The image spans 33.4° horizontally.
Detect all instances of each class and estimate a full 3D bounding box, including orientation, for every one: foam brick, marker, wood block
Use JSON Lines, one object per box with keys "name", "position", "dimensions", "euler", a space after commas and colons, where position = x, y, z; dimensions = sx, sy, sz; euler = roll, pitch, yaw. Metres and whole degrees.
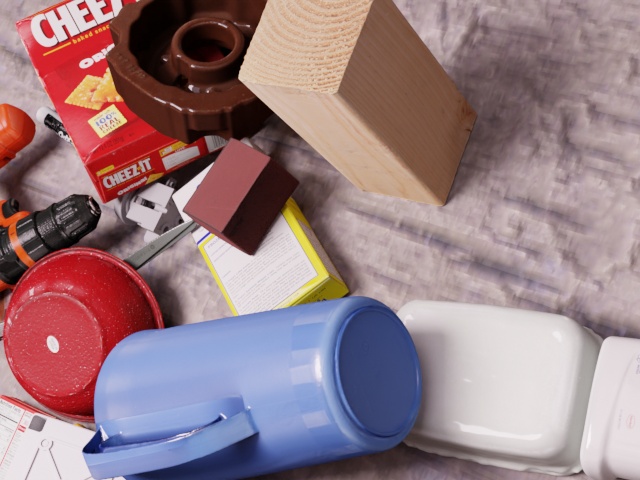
{"name": "foam brick", "position": [-0.067, -0.037, 0.902], "dimensions": [0.051, 0.053, 0.078], "euler": [30, 83, 36]}
{"name": "marker", "position": [-0.255, -0.108, 1.109], "dimensions": [0.121, 0.020, 0.020], "euler": [34, 88, 35]}
{"name": "wood block", "position": [0.036, -0.112, 0.837], "dimensions": [0.090, 0.205, 0.091], "euler": [13, 77, 32]}

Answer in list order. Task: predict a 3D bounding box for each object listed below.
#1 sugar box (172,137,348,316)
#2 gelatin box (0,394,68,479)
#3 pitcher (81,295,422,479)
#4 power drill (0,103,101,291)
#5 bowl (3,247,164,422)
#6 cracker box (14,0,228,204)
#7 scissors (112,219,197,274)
{"name": "sugar box", "position": [-0.056, 0.001, 0.940], "dimensions": [0.093, 0.048, 0.176], "euler": [-37, 53, 10]}
{"name": "gelatin box", "position": [-0.282, 0.197, 0.993], "dimensions": [0.073, 0.030, 0.089], "euler": [16, 78, 34]}
{"name": "pitcher", "position": [-0.054, 0.118, 0.792], "dimensions": [0.243, 0.144, 0.149], "euler": [-17, 51, 40]}
{"name": "power drill", "position": [-0.305, -0.043, 1.044], "dimensions": [0.184, 0.057, 0.188], "euler": [-29, 55, 12]}
{"name": "bowl", "position": [-0.223, 0.088, 0.949], "dimensions": [0.162, 0.055, 0.162], "euler": [1, 94, 16]}
{"name": "cracker box", "position": [-0.180, -0.159, 1.026], "dimensions": [0.164, 0.072, 0.214], "euler": [-26, 57, -9]}
{"name": "scissors", "position": [-0.185, 0.050, 0.981], "dimensions": [0.202, 0.016, 0.096], "euler": [-17, 105, 16]}
